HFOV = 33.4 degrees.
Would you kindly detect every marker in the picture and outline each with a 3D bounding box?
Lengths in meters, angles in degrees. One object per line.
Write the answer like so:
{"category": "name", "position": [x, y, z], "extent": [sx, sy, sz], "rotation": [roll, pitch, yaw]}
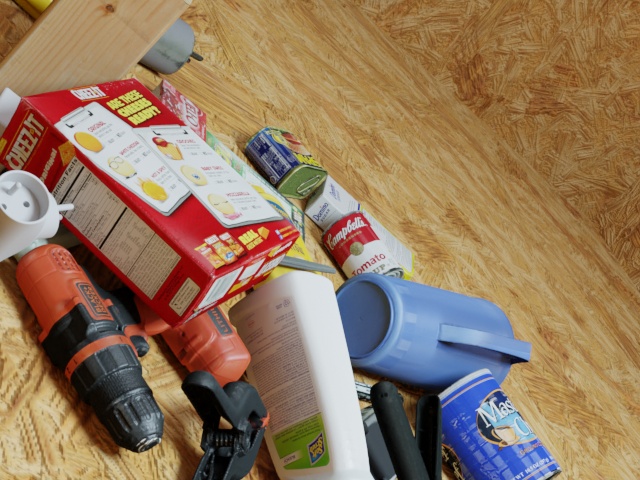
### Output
{"category": "marker", "position": [0.055, 0.168, 1.172], "extent": [0.120, 0.020, 0.020], "rotation": [24, 29, -50]}

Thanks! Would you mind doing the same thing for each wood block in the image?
{"category": "wood block", "position": [-0.219, -0.187, 0.997], "extent": [0.090, 0.206, 0.090], "rotation": [41, 19, -19]}

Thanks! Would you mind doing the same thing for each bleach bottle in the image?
{"category": "bleach bottle", "position": [-0.012, 0.157, 0.913], "extent": [0.068, 0.103, 0.251], "rotation": [17, 51, -43]}

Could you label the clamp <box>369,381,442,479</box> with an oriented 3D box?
{"category": "clamp", "position": [0.089, 0.227, 0.962], "extent": [0.164, 0.036, 0.210], "rotation": [38, 42, -60]}

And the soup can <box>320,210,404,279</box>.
{"category": "soup can", "position": [0.055, 0.020, 1.406], "extent": [0.102, 0.069, 0.068], "rotation": [55, 20, 23]}

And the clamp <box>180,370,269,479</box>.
{"category": "clamp", "position": [-0.075, 0.162, 0.821], "extent": [0.039, 0.120, 0.171], "rotation": [9, -6, 15]}

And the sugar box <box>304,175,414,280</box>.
{"category": "sugar box", "position": [0.056, -0.009, 1.509], "extent": [0.176, 0.048, 0.093], "rotation": [40, 19, -9]}

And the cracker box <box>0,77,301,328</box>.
{"category": "cracker box", "position": [-0.141, -0.037, 0.896], "extent": [0.214, 0.072, 0.164], "rotation": [42, 25, 9]}

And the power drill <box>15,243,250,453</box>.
{"category": "power drill", "position": [-0.137, 0.085, 0.851], "extent": [0.184, 0.057, 0.187], "rotation": [55, 19, 23]}

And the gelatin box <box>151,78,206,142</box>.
{"category": "gelatin box", "position": [-0.175, -0.152, 1.308], "extent": [0.073, 0.030, 0.089], "rotation": [39, 20, -23]}

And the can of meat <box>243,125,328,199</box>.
{"category": "can of meat", "position": [-0.048, -0.108, 1.461], "extent": [0.084, 0.057, 0.102], "rotation": [50, 17, 18]}

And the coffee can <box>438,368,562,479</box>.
{"category": "coffee can", "position": [0.190, 0.231, 1.209], "extent": [0.140, 0.103, 0.102], "rotation": [55, 20, 21]}

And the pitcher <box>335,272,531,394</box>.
{"category": "pitcher", "position": [0.125, 0.112, 1.259], "extent": [0.242, 0.149, 0.145], "rotation": [19, 32, -49]}
